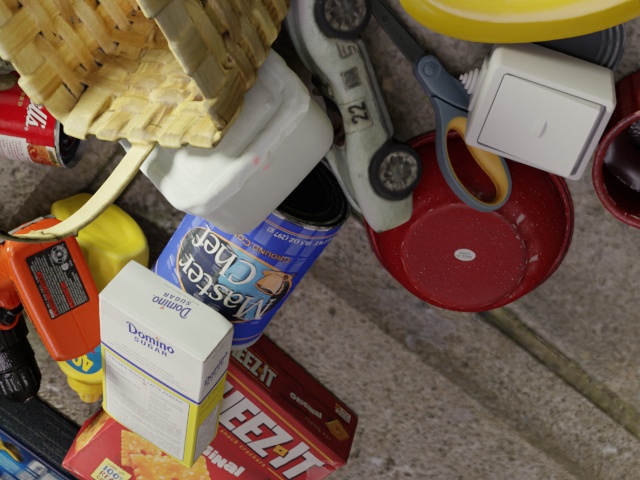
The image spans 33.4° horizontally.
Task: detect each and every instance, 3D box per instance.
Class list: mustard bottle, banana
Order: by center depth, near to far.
[{"bbox_3d":[0.132,-0.152,0.659,0.198,0.037,0.069,2,147,6],"label":"banana"},{"bbox_3d":[-0.189,0.062,0.894,0.096,0.058,0.192,36,132,30],"label":"mustard bottle"}]

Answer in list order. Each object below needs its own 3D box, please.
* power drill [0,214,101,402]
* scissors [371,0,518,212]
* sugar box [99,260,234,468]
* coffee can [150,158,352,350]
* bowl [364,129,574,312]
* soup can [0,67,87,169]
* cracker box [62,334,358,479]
[{"bbox_3d":[-0.244,0.054,0.857,0.188,0.057,0.184,-4,113,49],"label":"power drill"},{"bbox_3d":[0.094,-0.119,0.744,0.096,0.016,0.202,-25,93,-16],"label":"scissors"},{"bbox_3d":[-0.119,0.097,0.807,0.093,0.048,0.176,31,142,11],"label":"sugar box"},{"bbox_3d":[-0.055,0.001,0.810,0.102,0.102,0.140,31,123,-8],"label":"coffee can"},{"bbox_3d":[0.109,-0.001,0.801,0.162,0.055,0.162,6,123,8],"label":"bowl"},{"bbox_3d":[-0.233,-0.096,0.808,0.102,0.068,0.068,10,124,7],"label":"soup can"},{"bbox_3d":[-0.100,0.181,0.953,0.164,0.072,0.214,42,120,-15],"label":"cracker box"}]
